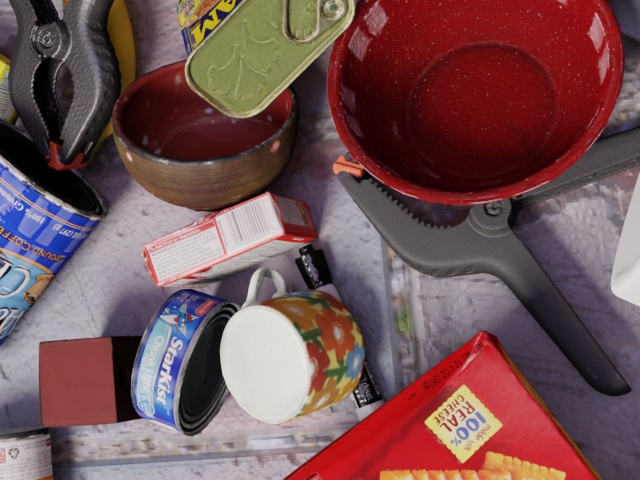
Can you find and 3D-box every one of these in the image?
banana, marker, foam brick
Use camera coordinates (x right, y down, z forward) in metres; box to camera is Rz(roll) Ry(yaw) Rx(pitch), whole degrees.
[{"bbox_3d":[-0.163,-0.153,0.713,0.070,0.037,0.198,-18,82,13],"label":"banana"},{"bbox_3d":[0.013,0.059,0.659,0.020,0.020,0.121,-25,80,13],"label":"marker"},{"bbox_3d":[-0.134,0.087,0.670,0.051,0.078,0.053,-5,85,17],"label":"foam brick"}]

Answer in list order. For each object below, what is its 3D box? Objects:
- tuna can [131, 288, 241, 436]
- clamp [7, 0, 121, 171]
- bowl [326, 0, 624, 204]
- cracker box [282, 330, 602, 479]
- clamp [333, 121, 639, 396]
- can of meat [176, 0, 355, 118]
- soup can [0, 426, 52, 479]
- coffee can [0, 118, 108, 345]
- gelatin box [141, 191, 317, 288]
[{"bbox_3d":[-0.080,0.073,0.651,0.034,0.086,0.086,17,91,17],"label":"tuna can"},{"bbox_3d":[-0.171,-0.133,0.676,0.120,0.039,0.171,13,100,29],"label":"clamp"},{"bbox_3d":[0.088,-0.086,0.603,0.162,0.055,0.162,-5,70,14],"label":"bowl"},{"bbox_3d":[0.086,0.179,0.549,0.164,0.072,0.214,-38,74,8],"label":"cracker box"},{"bbox_3d":[0.106,-0.006,0.625,0.210,0.036,0.164,10,82,16],"label":"clamp"},{"bbox_3d":[-0.036,-0.136,0.625,0.102,0.057,0.084,-42,36,18],"label":"can of meat"},{"bbox_3d":[-0.206,0.175,0.690,0.068,0.068,0.102,-7,84,15],"label":"soup can"},{"bbox_3d":[-0.220,0.005,0.686,0.103,0.102,0.140,42,98,14],"label":"coffee can"},{"bbox_3d":[-0.054,0.001,0.654,0.089,0.073,0.030,-22,82,14],"label":"gelatin box"}]
